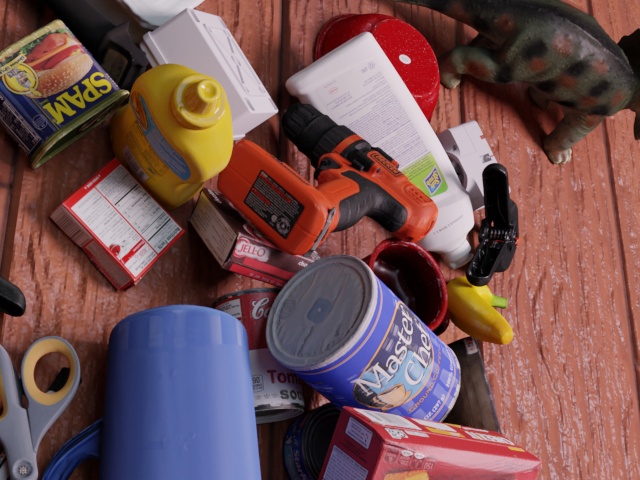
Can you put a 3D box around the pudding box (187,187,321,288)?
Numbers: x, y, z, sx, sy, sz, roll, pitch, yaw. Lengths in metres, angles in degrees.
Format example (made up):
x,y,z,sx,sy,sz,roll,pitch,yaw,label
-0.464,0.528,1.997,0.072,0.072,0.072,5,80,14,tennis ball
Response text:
x,y,z,sx,sy,sz,roll,pitch,yaw,label
-0.056,0.001,0.917,0.089,0.114,0.039,22,101,-30,pudding box

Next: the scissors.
x,y,z,sx,sy,sz,roll,pitch,yaw,label
-0.195,0.150,0.757,0.096,0.016,0.202,-22,68,-22,scissors

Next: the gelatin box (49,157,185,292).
x,y,z,sx,sy,sz,roll,pitch,yaw,label
-0.168,-0.013,0.885,0.089,0.030,0.073,48,47,-10,gelatin box

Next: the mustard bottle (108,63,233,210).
x,y,z,sx,sy,sz,roll,pitch,yaw,label
-0.115,-0.089,0.849,0.058,0.192,0.096,-33,92,-24,mustard bottle

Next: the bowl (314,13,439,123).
x,y,z,sx,sy,sz,roll,pitch,yaw,label
0.074,-0.182,1.136,0.161,0.055,0.162,16,61,-31,bowl

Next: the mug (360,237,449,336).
x,y,z,sx,sy,sz,roll,pitch,yaw,label
0.067,0.059,0.998,0.117,0.082,0.093,29,54,-24,mug

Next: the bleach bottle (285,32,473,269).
x,y,z,sx,sy,sz,roll,pitch,yaw,label
0.072,-0.078,1.070,0.251,0.102,0.068,58,5,-11,bleach bottle

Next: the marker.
x,y,z,sx,sy,sz,roll,pitch,yaw,label
-0.213,0.140,0.785,0.020,0.020,0.121,43,50,-14,marker

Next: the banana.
x,y,z,sx,sy,sz,roll,pitch,yaw,label
0.152,0.063,1.041,0.197,0.069,0.037,-42,140,-78,banana

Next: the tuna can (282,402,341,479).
x,y,z,sx,sy,sz,roll,pitch,yaw,label
0.010,0.186,0.927,0.086,0.034,0.086,17,60,-32,tuna can

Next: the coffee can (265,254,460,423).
x,y,z,sx,sy,sz,roll,pitch,yaw,label
0.037,0.091,0.874,0.140,0.103,0.102,44,47,-38,coffee can

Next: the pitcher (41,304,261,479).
x,y,z,sx,sy,sz,roll,pitch,yaw,label
-0.114,0.176,0.783,0.149,0.145,0.243,23,52,-42,pitcher

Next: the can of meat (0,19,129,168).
x,y,z,sx,sy,sz,roll,pitch,yaw,label
-0.223,-0.122,0.876,0.084,0.058,0.102,49,48,-5,can of meat

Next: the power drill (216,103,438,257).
x,y,z,sx,sy,sz,roll,pitch,yaw,label
-0.004,-0.058,0.935,0.185,0.057,0.187,40,29,22,power drill

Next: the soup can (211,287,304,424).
x,y,z,sx,sy,sz,roll,pitch,yaw,label
-0.052,0.098,0.897,0.068,0.069,0.102,6,67,-36,soup can

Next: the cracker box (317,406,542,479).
x,y,z,sx,sy,sz,roll,pitch,yaw,label
0.066,0.251,0.845,0.164,0.072,0.214,15,96,-32,cracker box

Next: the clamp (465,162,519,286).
x,y,z,sx,sy,sz,roll,pitch,yaw,label
0.178,0.001,1.091,0.171,0.039,0.120,40,66,-66,clamp
